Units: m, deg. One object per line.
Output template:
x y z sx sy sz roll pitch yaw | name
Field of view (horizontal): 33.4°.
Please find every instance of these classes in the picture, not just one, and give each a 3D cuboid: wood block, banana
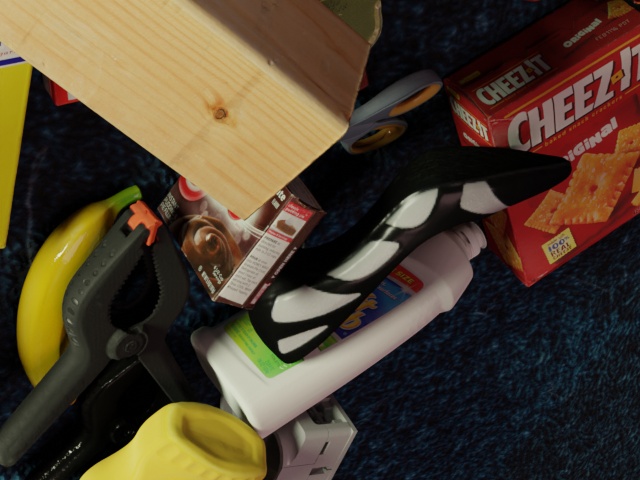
-0.085 -0.117 0.546 0.206 0.090 0.091 37 128 -19 | wood block
-0.181 0.048 0.756 0.069 0.037 0.198 3 125 -35 | banana

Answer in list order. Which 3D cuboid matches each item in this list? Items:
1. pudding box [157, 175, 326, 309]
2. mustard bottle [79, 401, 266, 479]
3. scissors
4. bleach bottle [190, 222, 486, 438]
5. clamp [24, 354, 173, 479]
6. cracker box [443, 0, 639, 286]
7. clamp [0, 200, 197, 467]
-0.056 -0.021 0.723 0.039 0.114 0.090 22 112 -44 | pudding box
-0.135 0.198 0.833 0.096 0.058 0.192 27 128 -33 | mustard bottle
0.023 -0.086 0.727 0.096 0.016 0.201 -40 167 23 | scissors
0.025 0.054 0.877 0.250 0.103 0.068 -33 145 -15 | bleach bottle
-0.155 0.150 0.867 0.120 0.039 0.172 13 119 -45 | clamp
0.205 -0.082 0.886 0.164 0.072 0.213 -32 138 -7 | cracker box
-0.135 0.067 0.762 0.164 0.036 0.210 -3 125 -43 | clamp
